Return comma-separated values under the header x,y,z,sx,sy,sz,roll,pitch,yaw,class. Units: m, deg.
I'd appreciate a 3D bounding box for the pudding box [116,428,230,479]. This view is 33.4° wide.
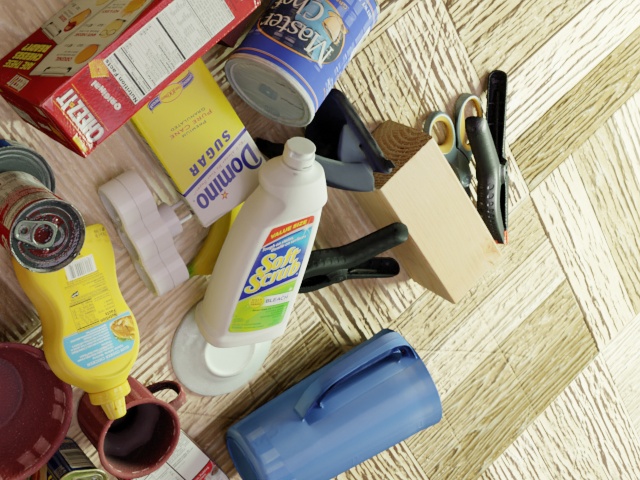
x,y,z,sx,sy,sz,roll,pitch,yaw,class
-0.169,0.269,1.223,0.090,0.039,0.113,-45,125,-11,pudding box

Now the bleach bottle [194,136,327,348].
x,y,z,sx,sy,sz,roll,pitch,yaw,class
-0.057,0.001,1.102,0.102,0.068,0.251,-7,136,-28,bleach bottle

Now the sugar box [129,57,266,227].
x,y,z,sx,sy,sz,roll,pitch,yaw,class
-0.129,-0.110,1.070,0.093,0.048,0.176,-37,110,-9,sugar box

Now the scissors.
x,y,z,sx,sy,sz,roll,pitch,yaw,class
0.163,-0.082,1.326,0.096,0.016,0.202,-7,111,-31,scissors

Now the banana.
x,y,z,sx,sy,sz,roll,pitch,yaw,class
-0.108,-0.044,1.141,0.069,0.037,0.198,2,106,-31,banana

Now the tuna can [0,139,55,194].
x,y,z,sx,sy,sz,roll,pitch,yaw,class
-0.298,-0.052,1.011,0.086,0.034,0.086,-13,115,-30,tuna can

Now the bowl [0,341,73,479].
x,y,z,sx,sy,sz,roll,pitch,yaw,class
-0.331,0.166,1.059,0.161,0.055,0.162,-13,115,-30,bowl

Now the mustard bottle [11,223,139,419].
x,y,z,sx,sy,sz,roll,pitch,yaw,class
-0.231,0.086,1.056,0.096,0.058,0.191,-24,100,-41,mustard bottle

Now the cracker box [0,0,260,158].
x,y,z,sx,sy,sz,roll,pitch,yaw,class
-0.178,-0.180,0.960,0.213,0.164,0.072,-44,124,-13,cracker box

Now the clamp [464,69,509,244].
x,y,z,sx,sy,sz,roll,pitch,yaw,class
0.210,-0.095,1.300,0.164,0.036,0.210,-61,147,-49,clamp

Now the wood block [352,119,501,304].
x,y,z,sx,sy,sz,roll,pitch,yaw,class
0.120,-0.033,1.269,0.090,0.090,0.206,-45,127,-11,wood block

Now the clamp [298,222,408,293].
x,y,z,sx,sy,sz,roll,pitch,yaw,class
0.022,0.031,1.235,0.171,0.039,0.120,-15,151,2,clamp

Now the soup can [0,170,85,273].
x,y,z,sx,sy,sz,roll,pitch,yaw,class
-0.262,-0.019,0.959,0.068,0.102,0.068,-13,115,-30,soup can

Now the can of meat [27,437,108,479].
x,y,z,sx,sy,sz,roll,pitch,yaw,class
-0.270,0.268,1.123,0.057,0.084,0.102,2,107,-35,can of meat

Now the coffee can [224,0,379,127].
x,y,z,sx,sy,sz,roll,pitch,yaw,class
-0.018,-0.201,1.082,0.102,0.103,0.140,48,65,-37,coffee can

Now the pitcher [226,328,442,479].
x,y,z,sx,sy,sz,roll,pitch,yaw,class
0.014,0.208,1.267,0.242,0.145,0.149,-27,101,-20,pitcher

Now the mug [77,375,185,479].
x,y,z,sx,sy,sz,roll,pitch,yaw,class
-0.199,0.187,1.142,0.117,0.082,0.093,-35,124,-18,mug
